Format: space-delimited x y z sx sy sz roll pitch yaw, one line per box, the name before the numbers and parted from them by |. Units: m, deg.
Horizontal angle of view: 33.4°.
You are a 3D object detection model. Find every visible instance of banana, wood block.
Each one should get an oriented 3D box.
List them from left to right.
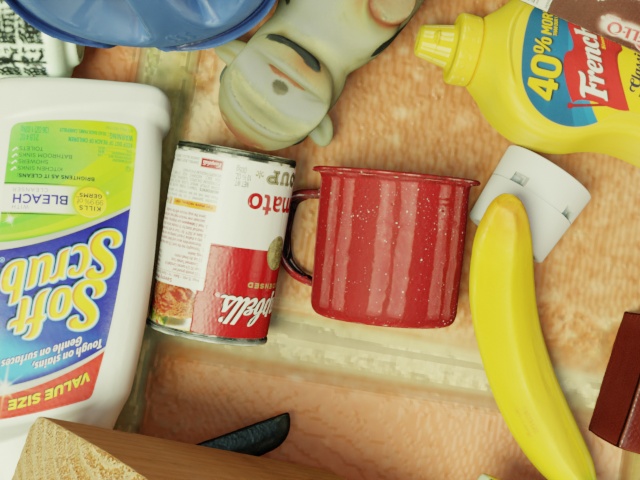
wood block | -0.047 0.154 0.517 0.205 0.090 0.091 23 85 -47
banana | 0.119 0.064 0.598 0.037 0.070 0.198 -31 105 -33

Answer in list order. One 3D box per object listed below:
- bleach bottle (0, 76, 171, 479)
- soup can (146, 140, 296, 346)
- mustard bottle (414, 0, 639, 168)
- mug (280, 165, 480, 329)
bleach bottle | -0.130 0.043 0.551 0.102 0.068 0.251 2 74 -12
soup can | -0.054 0.001 0.585 0.068 0.068 0.102 10 93 -5
mustard bottle | 0.149 -0.095 0.615 0.191 0.058 0.096 12 76 -4
mug | 0.027 0.002 0.593 0.117 0.093 0.081 6 93 22
